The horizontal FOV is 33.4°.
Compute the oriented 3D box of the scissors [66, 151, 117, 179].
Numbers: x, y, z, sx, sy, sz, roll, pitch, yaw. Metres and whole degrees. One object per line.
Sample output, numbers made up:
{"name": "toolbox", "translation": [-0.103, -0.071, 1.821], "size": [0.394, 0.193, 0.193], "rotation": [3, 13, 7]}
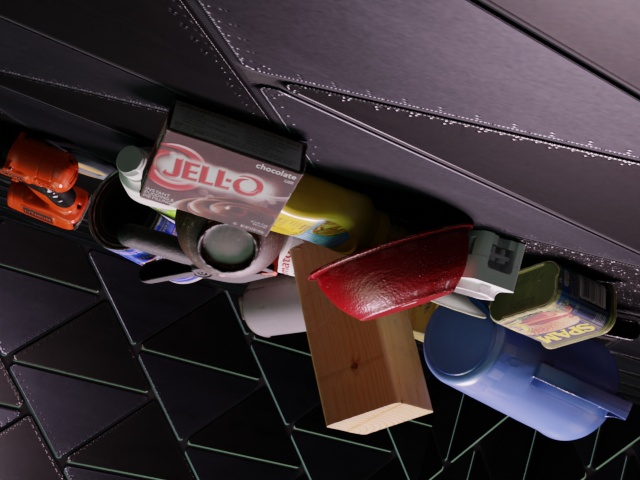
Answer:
{"name": "scissors", "translation": [-0.229, -0.073, 1.287], "size": [0.201, 0.016, 0.096], "rotation": [17, 173, -8]}

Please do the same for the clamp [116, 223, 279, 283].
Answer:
{"name": "clamp", "translation": [-0.131, 0.023, 1.158], "size": [0.171, 0.039, 0.120], "rotation": [9, 161, -1]}

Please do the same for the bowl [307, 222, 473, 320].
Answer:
{"name": "bowl", "translation": [0.072, 0.035, 0.983], "size": [0.162, 0.055, 0.162], "rotation": [-17, 172, -3]}

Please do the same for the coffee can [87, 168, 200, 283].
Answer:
{"name": "coffee can", "translation": [-0.189, -0.017, 1.250], "size": [0.103, 0.103, 0.140], "rotation": [12, 168, 28]}

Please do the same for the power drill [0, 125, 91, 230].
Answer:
{"name": "power drill", "translation": [-0.357, -0.081, 1.258], "size": [0.184, 0.057, 0.187], "rotation": [22, 166, 8]}

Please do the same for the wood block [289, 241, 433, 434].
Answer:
{"name": "wood block", "translation": [0.042, 0.097, 1.168], "size": [0.091, 0.206, 0.090], "rotation": [-23, 155, 25]}

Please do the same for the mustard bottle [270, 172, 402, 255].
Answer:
{"name": "mustard bottle", "translation": [-0.011, -0.029, 0.966], "size": [0.191, 0.058, 0.096], "rotation": [19, 162, -22]}

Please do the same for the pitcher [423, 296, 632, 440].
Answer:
{"name": "pitcher", "translation": [0.236, 0.144, 1.222], "size": [0.149, 0.145, 0.242], "rotation": [-32, 141, 30]}

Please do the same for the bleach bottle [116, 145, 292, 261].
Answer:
{"name": "bleach bottle", "translation": [-0.125, -0.042, 1.121], "size": [0.103, 0.068, 0.250], "rotation": [6, 166, 26]}

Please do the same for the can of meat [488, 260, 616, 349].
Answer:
{"name": "can of meat", "translation": [0.235, 0.065, 1.091], "size": [0.083, 0.057, 0.102], "rotation": [23, 150, -29]}

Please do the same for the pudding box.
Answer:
{"name": "pudding box", "translation": [-0.078, -0.056, 0.842], "size": [0.113, 0.039, 0.090], "rotation": [16, 143, -14]}
